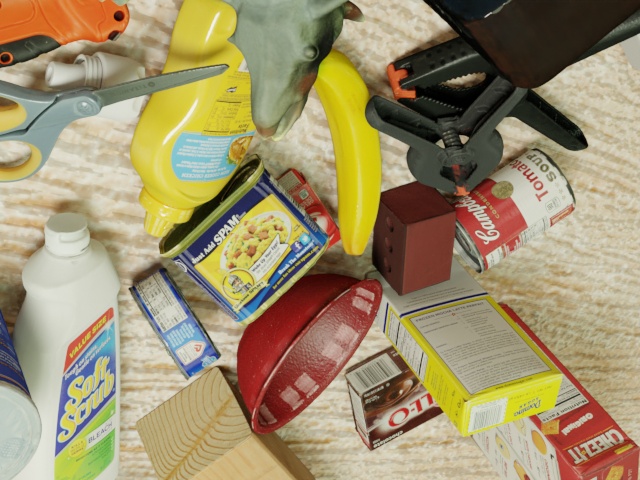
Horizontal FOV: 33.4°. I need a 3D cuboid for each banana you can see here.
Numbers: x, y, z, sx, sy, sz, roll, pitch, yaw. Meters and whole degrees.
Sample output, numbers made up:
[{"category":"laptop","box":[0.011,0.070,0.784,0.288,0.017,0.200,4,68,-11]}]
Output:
[{"category":"banana","box":[0.018,-0.077,0.821,0.069,0.037,0.198,-47,139,-27]}]

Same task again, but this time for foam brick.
[{"category":"foam brick","box":[0.079,-0.002,0.914,0.051,0.053,0.078,-16,129,-20]}]

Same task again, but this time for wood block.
[{"category":"wood block","box":[-0.067,0.221,0.972,0.091,0.090,0.206,-35,134,-2]}]

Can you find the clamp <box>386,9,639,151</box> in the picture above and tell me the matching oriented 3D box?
[{"category":"clamp","box":[0.158,-0.134,0.846,0.209,0.036,0.165,1,142,-21]}]

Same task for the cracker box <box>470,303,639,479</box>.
[{"category":"cracker box","box":[0.213,0.187,1.023,0.072,0.214,0.164,-24,132,-13]}]

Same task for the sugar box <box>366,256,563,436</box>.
[{"category":"sugar box","box":[0.117,0.085,0.916,0.093,0.176,0.048,-12,126,-22]}]

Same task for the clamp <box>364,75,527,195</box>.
[{"category":"clamp","box":[0.094,-0.080,0.841,0.120,0.039,0.171,-3,155,1]}]

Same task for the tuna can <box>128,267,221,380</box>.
[{"category":"tuna can","box":[-0.113,0.064,0.830,0.033,0.086,0.086,-33,133,-8]}]

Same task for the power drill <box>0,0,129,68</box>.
[{"category":"power drill","box":[-0.218,-0.151,0.608,0.187,0.057,0.184,-24,116,-11]}]

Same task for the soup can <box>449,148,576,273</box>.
[{"category":"soup can","box":[0.163,-0.026,0.934,0.102,0.069,0.068,-33,134,-5]}]

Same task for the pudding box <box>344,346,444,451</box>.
[{"category":"pudding box","box":[0.083,0.142,1.035,0.113,0.039,0.090,-24,133,-13]}]

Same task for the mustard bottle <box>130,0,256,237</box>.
[{"category":"mustard bottle","box":[-0.083,-0.085,0.749,0.096,0.058,0.192,-11,134,-54]}]

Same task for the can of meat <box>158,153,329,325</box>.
[{"category":"can of meat","box":[-0.055,0.001,0.799,0.102,0.057,0.084,-43,108,2]}]

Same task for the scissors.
[{"category":"scissors","box":[-0.157,-0.076,0.697,0.201,0.016,0.096,-2,141,0]}]

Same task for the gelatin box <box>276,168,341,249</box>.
[{"category":"gelatin box","box":[-0.034,-0.005,0.861,0.089,0.030,0.073,-36,134,-1]}]

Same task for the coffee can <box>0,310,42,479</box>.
[{"category":"coffee can","box":[-0.258,0.093,0.729,0.102,0.140,0.103,-16,130,-20]}]

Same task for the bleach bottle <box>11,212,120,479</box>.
[{"category":"bleach bottle","box":[-0.198,0.096,0.808,0.102,0.068,0.251,-32,139,-46]}]

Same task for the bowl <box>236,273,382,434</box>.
[{"category":"bowl","box":[-0.019,0.083,0.894,0.162,0.055,0.162,-43,158,-23]}]
